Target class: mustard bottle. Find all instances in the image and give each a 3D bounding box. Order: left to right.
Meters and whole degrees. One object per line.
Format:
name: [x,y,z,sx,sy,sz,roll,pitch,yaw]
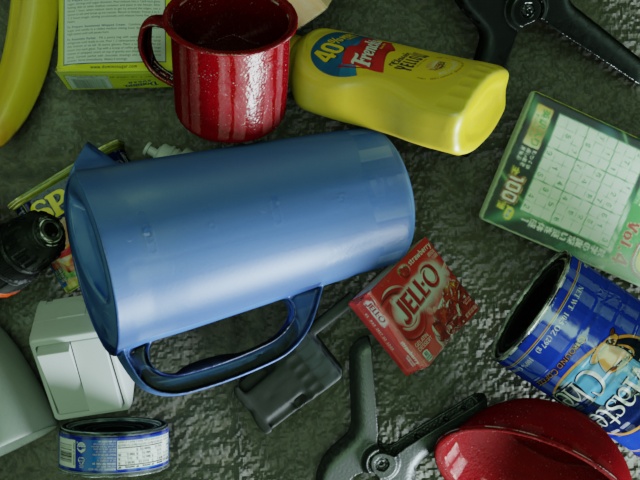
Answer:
mustard bottle: [0.037,-0.120,0.804,0.192,0.096,0.058,18,128,25]

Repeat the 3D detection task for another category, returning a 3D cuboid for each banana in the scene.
banana: [-0.235,-0.172,0.838,0.037,0.069,0.198,11,101,22]

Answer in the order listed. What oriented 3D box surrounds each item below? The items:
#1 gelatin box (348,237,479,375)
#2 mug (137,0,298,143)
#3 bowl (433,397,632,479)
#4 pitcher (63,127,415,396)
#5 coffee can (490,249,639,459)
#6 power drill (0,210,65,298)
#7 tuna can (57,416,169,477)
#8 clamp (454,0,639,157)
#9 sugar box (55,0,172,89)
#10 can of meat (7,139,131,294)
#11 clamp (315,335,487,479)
gelatin box: [0.074,0.051,0.829,0.073,0.030,0.089,53,47,-2]
mug: [-0.075,-0.126,0.755,0.117,0.093,0.081,13,134,10]
bowl: [0.171,0.169,0.814,0.162,0.162,0.055,30,57,0]
pitcher: [-0.055,0.001,0.779,0.242,0.145,0.149,-14,130,-21]
coffee can: [0.218,0.088,0.819,0.140,0.103,0.103,34,90,0]
power drill: [-0.271,-0.042,0.803,0.185,0.057,0.187,-24,83,41]
tuna can: [-0.160,0.160,0.830,0.086,0.086,0.034,0,89,0]
clamp: [0.145,-0.171,0.816,0.164,0.036,0.210,-29,118,3]
sugar box: [-0.156,-0.209,0.835,0.093,0.048,0.176,-1,78,-1]
can of meat: [-0.180,-0.018,0.844,0.102,0.057,0.084,-31,93,0]
clamp: [0.041,0.163,0.851,0.120,0.039,0.171,36,90,-2]
